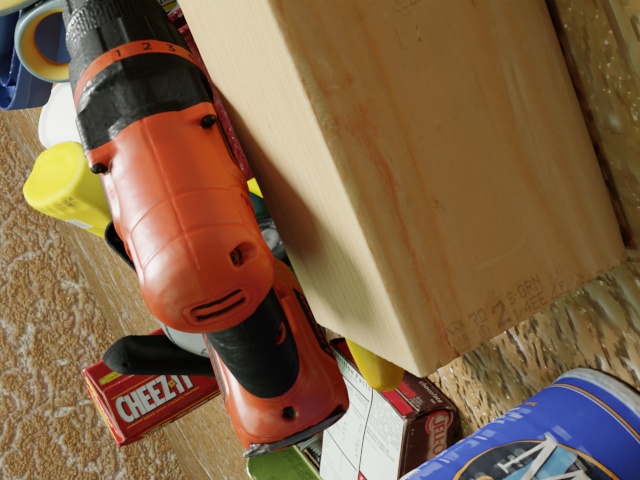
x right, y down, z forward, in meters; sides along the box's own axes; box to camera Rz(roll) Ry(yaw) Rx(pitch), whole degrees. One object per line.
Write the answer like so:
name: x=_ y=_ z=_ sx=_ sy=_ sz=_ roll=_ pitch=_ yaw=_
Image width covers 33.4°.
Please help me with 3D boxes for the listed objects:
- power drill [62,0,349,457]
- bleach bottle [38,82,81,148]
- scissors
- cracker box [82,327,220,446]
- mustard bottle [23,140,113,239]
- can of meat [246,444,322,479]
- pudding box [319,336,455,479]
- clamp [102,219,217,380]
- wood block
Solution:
power drill: x=-0.050 y=-0.005 z=0.456 sx=0.187 sy=0.057 sz=0.184 roll=66 pitch=-179 yaw=-52
bleach bottle: x=-0.153 y=-0.089 z=0.839 sx=0.251 sy=0.102 sz=0.068 roll=14 pitch=86 yaw=68
scissors: x=-0.087 y=-0.126 z=0.490 sx=0.016 sy=0.202 sz=0.096 roll=-76 pitch=-31 yaw=-44
cracker box: x=-0.113 y=0.107 z=0.907 sx=0.072 sy=0.164 sz=0.214 roll=59 pitch=164 yaw=4
mustard bottle: x=-0.133 y=-0.011 z=0.849 sx=0.191 sy=0.058 sz=0.096 roll=31 pitch=164 yaw=-33
can of meat: x=-0.018 y=0.229 z=0.965 sx=0.102 sy=0.057 sz=0.084 roll=47 pitch=170 yaw=23
pudding box: x=0.038 y=0.124 z=0.649 sx=0.090 sy=0.039 sz=0.113 roll=44 pitch=136 yaw=50
clamp: x=-0.069 y=0.066 z=0.756 sx=0.209 sy=0.036 sz=0.164 roll=28 pitch=-157 yaw=-32
wood block: x=0.014 y=-0.072 z=0.357 sx=0.206 sy=0.090 sz=0.091 roll=67 pitch=163 yaw=-16
